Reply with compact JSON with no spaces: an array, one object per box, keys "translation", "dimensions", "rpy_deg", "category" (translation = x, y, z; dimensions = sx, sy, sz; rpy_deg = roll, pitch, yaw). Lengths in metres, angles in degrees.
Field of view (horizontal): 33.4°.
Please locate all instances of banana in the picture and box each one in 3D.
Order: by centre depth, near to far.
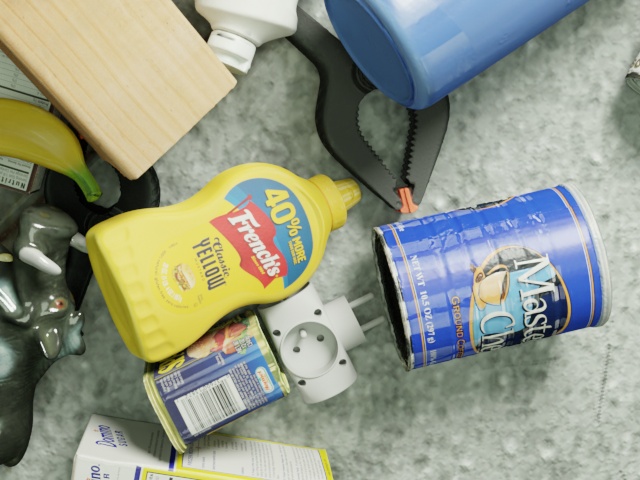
[{"translation":[-0.238,-0.057,0.681],"dimensions":[0.198,0.037,0.069],"rpy_deg":[-2,73,5],"category":"banana"}]

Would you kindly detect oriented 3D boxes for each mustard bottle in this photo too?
[{"translation":[-0.055,0.001,0.723],"dimensions":[0.191,0.058,0.096],"rpy_deg":[-25,103,-24],"category":"mustard bottle"}]

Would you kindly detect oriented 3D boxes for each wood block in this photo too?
[{"translation":[-0.157,-0.145,0.632],"dimensions":[0.090,0.091,0.206],"rpy_deg":[-45,119,-7],"category":"wood block"}]

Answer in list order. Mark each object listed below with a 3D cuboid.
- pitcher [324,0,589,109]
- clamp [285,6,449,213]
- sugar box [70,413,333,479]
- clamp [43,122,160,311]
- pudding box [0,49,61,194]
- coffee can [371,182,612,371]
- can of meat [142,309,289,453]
[{"translation":[0.121,-0.198,0.667],"dimensions":[0.242,0.145,0.149],"rpy_deg":[-37,107,-8],"category":"pitcher"},{"translation":[0.045,-0.125,0.743],"dimensions":[0.164,0.036,0.210],"rpy_deg":[-21,95,-1],"category":"clamp"},{"translation":[-0.081,0.166,0.744],"dimensions":[0.176,0.093,0.048],"rpy_deg":[8,97,-5],"category":"sugar box"},{"translation":[-0.155,-0.003,0.743],"dimensions":[0.120,0.039,0.171],"rpy_deg":[-20,100,-5],"category":"clamp"},{"translation":[-0.222,-0.096,0.723],"dimensions":[0.090,0.039,0.113],"rpy_deg":[17,98,-6],"category":"pudding box"},{"translation":[0.115,0.025,0.737],"dimensions":[0.140,0.103,0.103],"rpy_deg":[-13,99,-3],"category":"coffee can"},{"translation":[-0.071,0.093,0.731],"dimensions":[0.084,0.102,0.057],"rpy_deg":[-26,99,-3],"category":"can of meat"}]
